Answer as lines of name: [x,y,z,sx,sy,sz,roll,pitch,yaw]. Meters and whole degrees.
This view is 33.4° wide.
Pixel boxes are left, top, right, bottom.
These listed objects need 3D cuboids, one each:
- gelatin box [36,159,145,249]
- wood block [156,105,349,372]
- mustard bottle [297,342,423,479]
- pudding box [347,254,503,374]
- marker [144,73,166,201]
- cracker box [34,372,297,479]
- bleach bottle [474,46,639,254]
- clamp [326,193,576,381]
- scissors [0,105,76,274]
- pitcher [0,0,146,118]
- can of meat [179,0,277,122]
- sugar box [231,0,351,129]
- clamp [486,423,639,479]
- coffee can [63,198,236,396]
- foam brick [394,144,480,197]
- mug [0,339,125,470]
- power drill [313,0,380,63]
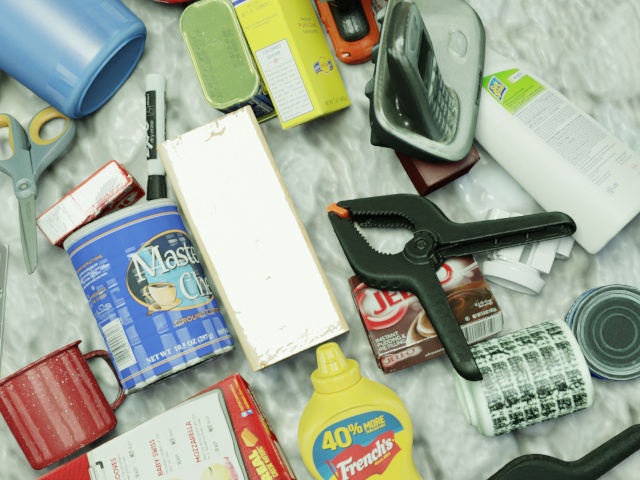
gelatin box: [-0.200,-0.029,0.937,0.089,0.073,0.030,-39,86,-4]
wood block: [-0.057,0.001,0.923,0.090,0.091,0.206,-24,84,-2]
mustard bottle: [0.033,0.175,0.892,0.096,0.058,0.191,-18,102,-2]
pudding box: [0.090,0.056,0.922,0.113,0.039,0.090,-18,51,-3]
marker: [-0.149,-0.091,0.970,0.020,0.020,0.121,-1,83,0]
cracker box: [-0.122,0.235,0.894,0.213,0.072,0.164,-28,69,-2]
bleach bottle: [0.182,-0.106,0.941,0.251,0.068,0.102,46,49,11]
clamp: [0.088,0.021,0.900,0.210,0.036,0.164,18,65,28]
scissors: [-0.237,-0.056,0.918,0.096,0.016,0.202,-28,50,-12]
pitcher: [-0.270,-0.227,0.941,0.243,0.145,0.149,39,97,1]
can of meat: [-0.078,-0.158,0.940,0.057,0.084,0.102,-21,84,11]
sugar box: [-0.033,-0.189,0.925,0.048,0.093,0.176,-18,97,20]
clamp: [0.216,0.213,0.922,0.171,0.039,0.120,5,82,1]
coffee can: [-0.145,0.048,0.913,0.103,0.103,0.140,-23,84,-2]
foam brick: [0.101,-0.075,0.937,0.053,0.078,0.051,-28,86,-3]
mug: [-0.219,0.138,0.919,0.117,0.093,0.081,-28,89,-39]
power drill: [0.005,-0.252,0.902,0.057,0.187,0.184,-22,87,4]
